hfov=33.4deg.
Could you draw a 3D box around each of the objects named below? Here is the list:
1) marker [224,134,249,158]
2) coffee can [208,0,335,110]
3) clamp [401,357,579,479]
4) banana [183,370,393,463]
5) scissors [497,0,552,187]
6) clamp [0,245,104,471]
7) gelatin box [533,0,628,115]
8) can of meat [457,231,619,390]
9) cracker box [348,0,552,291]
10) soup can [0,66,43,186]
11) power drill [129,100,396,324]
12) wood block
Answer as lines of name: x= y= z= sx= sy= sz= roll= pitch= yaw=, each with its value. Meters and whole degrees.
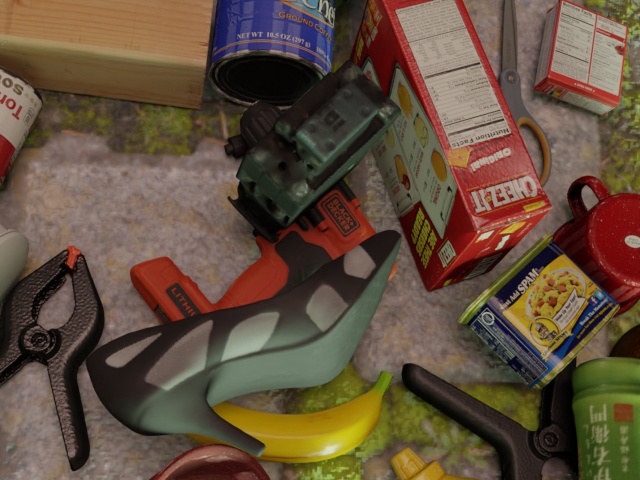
marker: x=-0.026 y=-0.098 z=0.916 sx=0.121 sy=0.020 sz=0.020 roll=-22 pitch=76 yaw=-15
coffee can: x=-0.038 y=-0.195 z=0.903 sx=0.102 sy=0.103 sz=0.140 roll=7 pitch=71 yaw=-7
clamp: x=0.183 y=0.154 z=0.857 sx=0.164 sy=0.036 sz=0.210 roll=-28 pitch=76 yaw=-18
banana: x=-0.038 y=0.140 z=0.829 sx=0.197 sy=0.037 sz=0.069 roll=0 pitch=54 yaw=-10
scissors: x=0.153 y=-0.135 z=0.959 sx=0.096 sy=0.016 sz=0.202 roll=-8 pitch=73 yaw=-12
clamp: x=-0.205 y=0.090 z=0.815 sx=0.120 sy=0.039 sz=0.171 roll=26 pitch=70 yaw=-2
gelatin box: x=0.237 y=-0.166 z=0.969 sx=0.073 sy=0.030 sz=0.089 roll=18 pitch=67 yaw=-12
can of meat: x=0.175 y=0.057 z=0.847 sx=0.102 sy=0.057 sz=0.084 roll=-40 pitch=77 yaw=-23
cracker box: x=0.094 y=-0.086 z=0.855 sx=0.072 sy=0.164 sz=0.214 roll=-17 pitch=75 yaw=-12
soup can: x=-0.272 y=-0.082 z=0.847 sx=0.068 sy=0.068 sz=0.102 roll=22 pitch=69 yaw=-1
power drill: x=-0.056 y=0.001 z=0.853 sx=0.187 sy=0.057 sz=0.184 roll=-36 pitch=86 yaw=-17
wood block: x=-0.194 y=-0.178 z=0.879 sx=0.206 sy=0.090 sz=0.091 roll=7 pitch=72 yaw=-7
